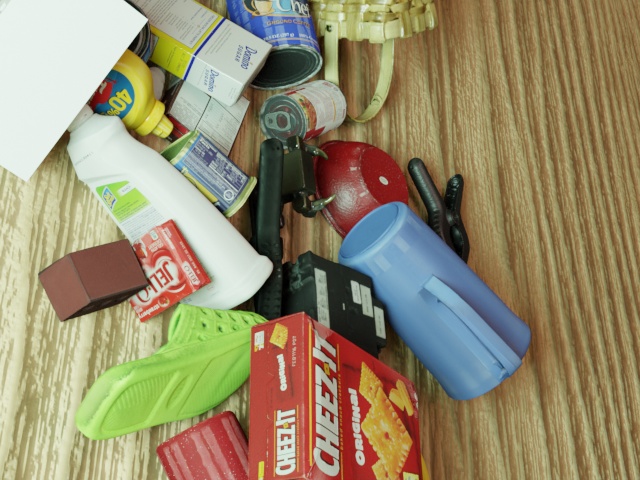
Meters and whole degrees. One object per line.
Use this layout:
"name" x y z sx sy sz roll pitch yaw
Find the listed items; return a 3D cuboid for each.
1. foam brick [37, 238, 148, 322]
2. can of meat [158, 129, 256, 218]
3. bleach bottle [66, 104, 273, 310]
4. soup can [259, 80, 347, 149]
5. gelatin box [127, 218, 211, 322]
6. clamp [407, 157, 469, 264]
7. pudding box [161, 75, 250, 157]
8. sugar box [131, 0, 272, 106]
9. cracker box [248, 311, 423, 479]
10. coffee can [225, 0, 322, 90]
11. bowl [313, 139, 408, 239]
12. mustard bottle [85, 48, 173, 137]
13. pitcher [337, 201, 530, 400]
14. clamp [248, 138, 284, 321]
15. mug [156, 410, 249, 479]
"foam brick" -0.212 0.037 1.001 0.078 0.053 0.051 -17 81 -51
"can of meat" -0.131 -0.061 1.114 0.084 0.102 0.057 42 53 -19
"bleach bottle" -0.163 -0.038 1.062 0.250 0.103 0.068 52 39 -13
"soup can" -0.020 -0.159 1.328 0.102 0.069 0.068 -30 91 -53
"gelatin box" -0.159 0.030 1.035 0.030 0.089 0.073 -33 93 -52
"clamp" 0.167 -0.035 1.483 0.120 0.039 0.171 20 53 -38
"pudding box" -0.134 -0.144 1.214 0.090 0.039 0.113 40 44 -24
"sugar box" -0.151 -0.227 1.196 0.176 0.048 0.093 32 44 -3
"cracker box" 0.021 0.185 1.031 0.213 0.072 0.164 37 42 -46
"coffee can" -0.061 -0.273 1.324 0.102 0.103 0.140 9 61 -45
"bowl" 0.063 -0.068 1.375 0.161 0.055 0.162 26 50 -36
"mustard bottle" -0.227 -0.163 1.074 0.191 0.096 0.058 35 39 -29
"pitcher" 0.139 0.072 1.292 0.242 0.149 0.145 47 39 -19
"clamp" -0.058 0.001 1.147 0.036 0.165 0.210 0 71 -8
"mug" -0.098 0.212 1.002 0.081 0.093 0.117 62 7 9
